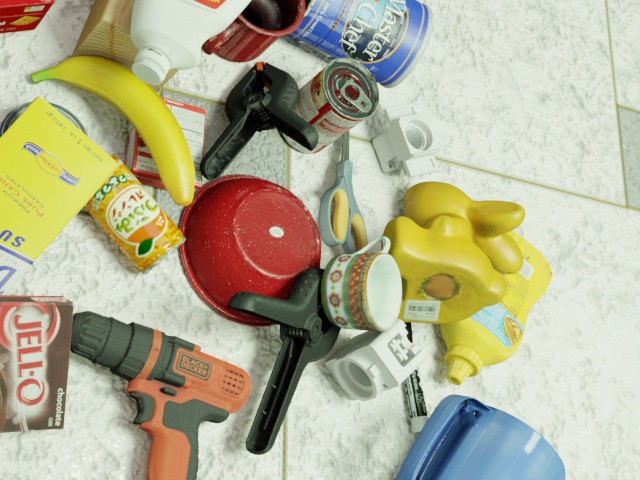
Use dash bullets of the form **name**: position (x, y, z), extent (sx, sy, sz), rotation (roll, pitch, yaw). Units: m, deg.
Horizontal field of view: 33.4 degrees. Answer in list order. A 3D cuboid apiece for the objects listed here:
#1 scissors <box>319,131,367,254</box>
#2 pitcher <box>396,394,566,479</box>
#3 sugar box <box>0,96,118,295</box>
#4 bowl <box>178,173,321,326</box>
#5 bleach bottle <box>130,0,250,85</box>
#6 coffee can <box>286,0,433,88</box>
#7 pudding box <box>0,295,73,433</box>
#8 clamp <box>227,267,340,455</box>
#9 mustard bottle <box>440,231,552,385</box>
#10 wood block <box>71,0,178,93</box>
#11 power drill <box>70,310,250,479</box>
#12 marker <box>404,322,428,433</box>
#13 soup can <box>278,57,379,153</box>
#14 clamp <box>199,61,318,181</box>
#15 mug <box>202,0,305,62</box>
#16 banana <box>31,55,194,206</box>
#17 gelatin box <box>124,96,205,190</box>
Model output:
- **scissors**: position (0.033, -0.057, 1.154), extent (0.096, 0.016, 0.201), rotation (58, 32, -34)
- **pitcher**: position (0.120, 0.277, 1.024), extent (0.149, 0.145, 0.242), rotation (35, 59, 8)
- **sugar box**: position (-0.266, -0.028, 0.916), extent (0.093, 0.048, 0.176), rotation (41, 74, -13)
- **bowl**: position (-0.057, 0.001, 1.059), extent (0.161, 0.055, 0.162), rotation (11, 67, -28)
- **bleach bottle**: position (-0.102, -0.243, 1.004), extent (0.102, 0.068, 0.250), rotation (34, 60, -18)
- **coffee can**: position (0.038, -0.243, 1.176), extent (0.140, 0.103, 0.102), rotation (24, 62, -22)
- **pudding box**: position (-0.257, 0.102, 0.886), extent (0.089, 0.039, 0.113), rotation (2, 100, -30)
- **clamp**: position (-0.023, 0.078, 1.011), extent (0.209, 0.036, 0.164), rotation (-48, 139, -46)
- **mustard bottle**: position (0.184, 0.080, 1.176), extent (0.096, 0.058, 0.191), rotation (40, 57, -12)
- **wood block**: position (-0.162, -0.259, 1.066), extent (0.090, 0.091, 0.206), rotation (27, 61, -22)
- **power drill**: position (-0.159, 0.168, 0.935), extent (0.184, 0.057, 0.187), rotation (24, 62, -23)
- **marker**: position (0.096, 0.141, 1.124), extent (0.020, 0.020, 0.121), rotation (0, 73, -32)
- **soup can**: position (0.006, -0.139, 1.119), extent (0.068, 0.102, 0.068), rotation (11, 67, -28)
- **clamp**: position (-0.051, -0.128, 1.072), extent (0.171, 0.120, 0.039), rotation (-80, 158, -44)
- **mug**: position (-0.082, -0.230, 1.111), extent (0.093, 0.082, 0.117), rotation (44, 56, -11)
- **banana**: position (-0.179, -0.116, 1.007), extent (0.198, 0.037, 0.069), rotation (40, 90, 9)
- **gelatin box**: position (-0.153, -0.095, 1.050), extent (0.073, 0.030, 0.089), rotation (13, 67, -29)
